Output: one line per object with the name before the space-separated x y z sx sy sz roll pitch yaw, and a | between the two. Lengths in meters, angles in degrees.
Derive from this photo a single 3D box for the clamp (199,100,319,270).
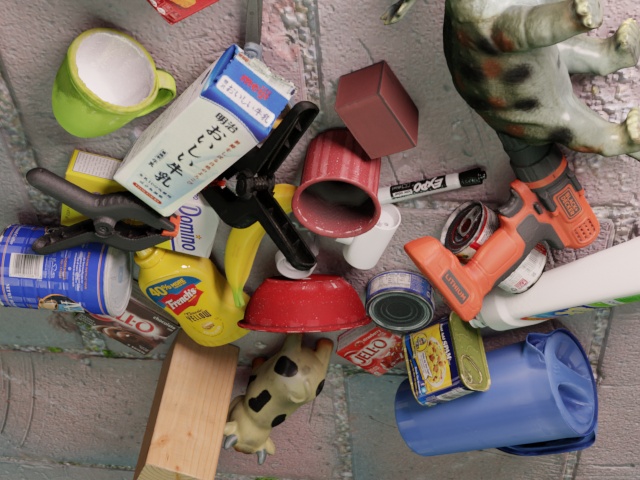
clamp | -0.064 -0.068 1.104 0.036 0.164 0.210 0 -169 -36

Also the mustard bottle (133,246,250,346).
mustard bottle | -0.166 0.055 1.309 0.096 0.058 0.191 -18 132 28

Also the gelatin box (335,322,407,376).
gelatin box | 0.074 0.135 1.379 0.073 0.030 0.089 31 135 -24

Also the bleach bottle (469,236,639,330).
bleach bottle | 0.282 0.057 1.217 0.251 0.068 0.102 -21 163 38

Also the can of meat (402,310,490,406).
can of meat | 0.153 0.147 1.311 0.057 0.102 0.084 14 148 -44

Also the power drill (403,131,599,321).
power drill | 0.180 -0.021 1.091 0.187 0.057 0.184 -38 118 1

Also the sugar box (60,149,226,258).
sugar box | -0.202 -0.039 1.215 0.176 0.048 0.093 15 139 -5

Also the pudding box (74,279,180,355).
pudding box | -0.247 0.094 1.384 0.113 0.039 0.090 30 135 -23

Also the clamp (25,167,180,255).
clamp | -0.244 -0.017 1.181 0.171 0.039 0.120 14 138 -8

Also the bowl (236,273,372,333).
bowl | -0.019 0.071 1.265 0.162 0.055 0.162 -1 -176 0

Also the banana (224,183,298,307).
banana | -0.070 -0.009 1.214 0.037 0.070 0.198 -19 150 -39

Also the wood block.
wood block | -0.176 0.234 1.405 0.090 0.206 0.091 19 138 -13

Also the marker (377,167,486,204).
marker | 0.120 -0.059 1.152 0.121 0.020 0.020 -11 136 22

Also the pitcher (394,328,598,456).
pitcher | 0.225 0.211 1.365 0.243 0.149 0.144 -20 165 35

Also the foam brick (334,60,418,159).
foam brick | 0.057 -0.128 1.057 0.051 0.053 0.078 -17 132 28

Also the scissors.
scissors | -0.051 -0.175 1.049 0.096 0.016 0.202 20 140 -10

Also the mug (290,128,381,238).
mug | 0.022 -0.054 1.127 0.093 0.081 0.117 2 139 9

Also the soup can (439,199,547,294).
soup can | 0.192 0.008 1.179 0.102 0.068 0.069 31 135 -24

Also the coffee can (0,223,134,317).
coffee can | -0.305 0.035 1.277 0.140 0.102 0.103 4 140 6

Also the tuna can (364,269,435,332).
tuna can | 0.097 0.074 1.301 0.086 0.033 0.086 5 140 4
